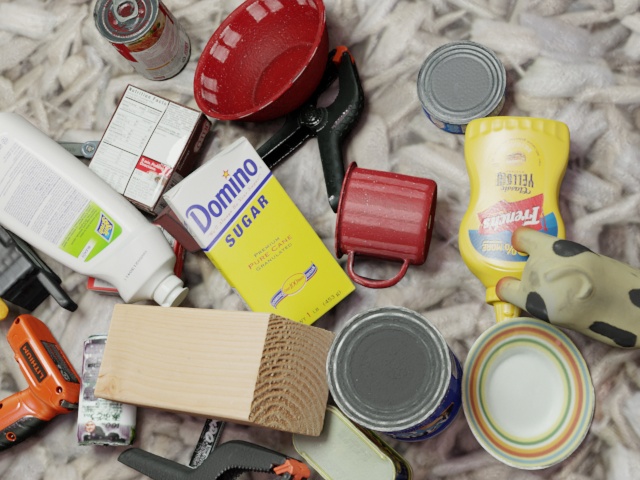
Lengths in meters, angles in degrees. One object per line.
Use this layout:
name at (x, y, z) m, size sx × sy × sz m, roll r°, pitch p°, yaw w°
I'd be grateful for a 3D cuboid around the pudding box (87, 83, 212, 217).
pudding box at (-0.174, -0.090, 1.068) m, size 0.090 × 0.039 × 0.113 m, roll 23°, pitch 82°, yaw 18°

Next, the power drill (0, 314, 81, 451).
power drill at (-0.338, 0.158, 1.053) m, size 0.187 × 0.057 × 0.184 m, roll -39°, pitch 75°, yaw 4°

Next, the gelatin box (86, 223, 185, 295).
gelatin box at (-0.181, 0.020, 1.064) m, size 0.089 × 0.030 × 0.073 m, roll 5°, pitch 77°, yaw 12°

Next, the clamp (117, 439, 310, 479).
clamp at (-0.099, 0.245, 0.943) m, size 0.210 × 0.036 × 0.164 m, roll -21°, pitch 62°, yaw 30°

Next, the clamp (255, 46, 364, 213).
clamp at (-0.014, -0.112, 1.055) m, size 0.120 × 0.039 × 0.171 m, roll 9°, pitch 71°, yaw 16°

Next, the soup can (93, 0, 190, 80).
soup can at (-0.179, -0.211, 1.083) m, size 0.068 × 0.102 × 0.068 m, roll -3°, pitch 76°, yaw 12°

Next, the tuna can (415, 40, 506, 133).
tuna can at (0.137, -0.147, 1.031) m, size 0.086 × 0.033 × 0.086 m, roll -3°, pitch 76°, yaw 12°

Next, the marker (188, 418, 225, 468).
marker at (-0.100, 0.174, 1.013) m, size 0.020 × 0.020 × 0.121 m, roll 18°, pitch 81°, yaw 16°

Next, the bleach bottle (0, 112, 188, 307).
bleach bottle at (-0.235, -0.014, 1.030) m, size 0.251 × 0.068 × 0.103 m, roll 38°, pitch 103°, yaw 10°

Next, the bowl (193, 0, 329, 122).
bowl at (-0.047, -0.173, 1.049) m, size 0.162 × 0.055 × 0.162 m, roll -21°, pitch 50°, yaw 28°

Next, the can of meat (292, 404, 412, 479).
can of meat at (0.027, 0.192, 0.945) m, size 0.102 × 0.084 × 0.057 m, roll 41°, pitch 88°, yaw 19°

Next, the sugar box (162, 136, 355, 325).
sugar box at (-0.057, 0.001, 0.989) m, size 0.093 × 0.048 × 0.176 m, roll -38°, pitch 100°, yaw -10°

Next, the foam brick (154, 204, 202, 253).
foam brick at (-0.112, -0.034, 1.032) m, size 0.051 × 0.053 × 0.078 m, roll 44°, pitch 70°, yaw -10°

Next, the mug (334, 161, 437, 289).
mug at (0.060, -0.011, 0.984) m, size 0.081 × 0.093 × 0.117 m, roll 9°, pitch 69°, yaw 10°

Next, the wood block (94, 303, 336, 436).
wood block at (-0.095, 0.112, 0.944) m, size 0.207 × 0.090 × 0.091 m, roll -1°, pitch 74°, yaw 43°

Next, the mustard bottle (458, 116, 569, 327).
mustard bottle at (0.176, -0.015, 0.976) m, size 0.096 × 0.058 × 0.191 m, roll 3°, pitch 77°, yaw 9°

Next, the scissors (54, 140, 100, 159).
scissors at (-0.229, -0.077, 1.107) m, size 0.202 × 0.016 × 0.096 m, roll -11°, pitch 74°, yaw 10°

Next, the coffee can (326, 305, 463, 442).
coffee can at (0.069, 0.119, 0.924) m, size 0.103 × 0.140 × 0.103 m, roll -3°, pitch 76°, yaw 12°
